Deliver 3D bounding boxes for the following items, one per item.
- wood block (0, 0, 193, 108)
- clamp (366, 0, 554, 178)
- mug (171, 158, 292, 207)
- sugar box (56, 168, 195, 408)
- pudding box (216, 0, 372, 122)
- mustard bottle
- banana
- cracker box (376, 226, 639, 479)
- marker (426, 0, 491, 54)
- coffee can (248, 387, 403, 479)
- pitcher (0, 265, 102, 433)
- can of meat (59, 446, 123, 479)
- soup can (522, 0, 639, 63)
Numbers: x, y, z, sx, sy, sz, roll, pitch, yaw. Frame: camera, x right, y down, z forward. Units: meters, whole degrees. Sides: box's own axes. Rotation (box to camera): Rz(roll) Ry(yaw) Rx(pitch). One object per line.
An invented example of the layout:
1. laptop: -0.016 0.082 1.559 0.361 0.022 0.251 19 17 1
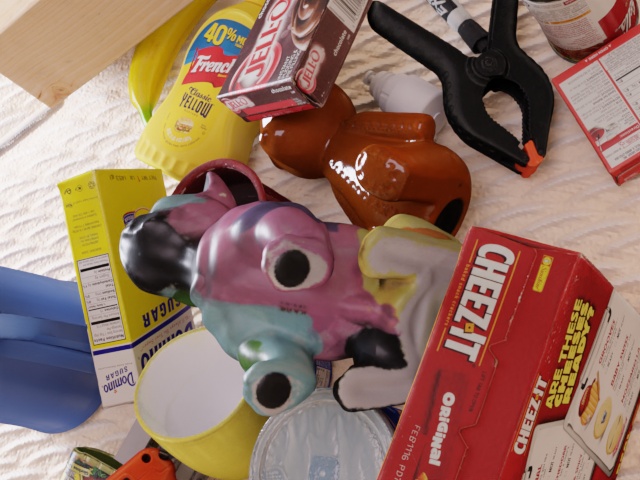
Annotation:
1. wood block: -0.198 -0.218 0.936 0.206 0.090 0.090 -29 43 32
2. clamp: 0.125 -0.131 0.775 0.120 0.039 0.171 -33 80 -1
3. mug: -0.055 0.001 0.824 0.093 0.081 0.117 -45 59 10
4. sugar box: -0.145 0.034 0.829 0.048 0.093 0.176 -16 87 26
5. pudding box: -0.018 -0.144 0.779 0.090 0.039 0.113 -3 55 49
6. mustard bottle: -0.075 -0.135 0.892 0.096 0.058 0.191 27 89 33
7. banana: -0.120 -0.191 0.949 0.070 0.037 0.198 30 90 25
8. cracker box: 0.121 0.100 0.615 0.072 0.213 0.164 16 83 32
9. marker: 0.096 -0.187 0.834 0.020 0.020 0.121 -42 59 12
10. coffee can: 0.033 0.156 0.691 0.103 0.140 0.103 -9 70 27
11. pitcher: -0.270 0.073 0.828 0.149 0.242 0.145 -46 60 10
12. can of meat: -0.168 0.218 0.836 0.102 0.057 0.084 19 83 33
13. soup can: 0.174 -0.173 0.737 0.069 0.102 0.068 -9 70 27
